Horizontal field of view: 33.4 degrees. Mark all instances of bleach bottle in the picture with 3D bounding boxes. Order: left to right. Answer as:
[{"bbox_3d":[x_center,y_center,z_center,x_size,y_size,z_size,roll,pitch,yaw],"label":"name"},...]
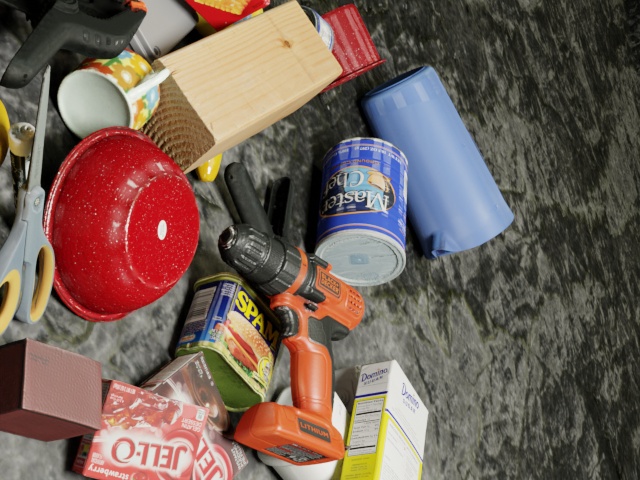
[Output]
[{"bbox_3d":[0.031,0.259,1.077,0.250,0.068,0.102,59,33,-29],"label":"bleach bottle"}]

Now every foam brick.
[{"bbox_3d":[-0.200,0.107,0.757,0.078,0.051,0.053,32,47,-51],"label":"foam brick"}]

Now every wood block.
[{"bbox_3d":[-0.083,-0.144,1.006,0.091,0.090,0.205,56,43,-2],"label":"wood block"}]

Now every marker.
[{"bbox_3d":[-0.214,-0.038,0.775,0.121,0.020,0.020,106,-7,-52],"label":"marker"}]

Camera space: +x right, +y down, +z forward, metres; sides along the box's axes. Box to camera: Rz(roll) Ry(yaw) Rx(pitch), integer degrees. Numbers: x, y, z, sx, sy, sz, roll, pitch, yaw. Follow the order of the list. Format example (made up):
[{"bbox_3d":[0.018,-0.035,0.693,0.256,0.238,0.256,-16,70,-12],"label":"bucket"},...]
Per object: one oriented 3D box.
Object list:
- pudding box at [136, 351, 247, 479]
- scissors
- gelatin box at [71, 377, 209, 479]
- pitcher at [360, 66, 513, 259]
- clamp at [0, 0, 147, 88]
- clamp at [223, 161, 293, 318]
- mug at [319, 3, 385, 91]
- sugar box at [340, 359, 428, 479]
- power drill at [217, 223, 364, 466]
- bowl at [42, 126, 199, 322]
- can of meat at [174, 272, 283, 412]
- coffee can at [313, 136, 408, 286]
[{"bbox_3d":[-0.114,0.163,0.893,0.089,0.039,0.113,-38,108,-59],"label":"pudding box"},{"bbox_3d":[-0.208,-0.012,0.727,0.096,0.016,0.202,-57,161,-49],"label":"scissors"},{"bbox_3d":[-0.136,0.153,0.818,0.089,0.030,0.073,23,75,-30],"label":"gelatin box"},{"bbox_3d":[0.157,-0.110,1.441,0.243,0.145,0.149,63,-2,-11],"label":"pitcher"},{"bbox_3d":[-0.208,-0.172,0.831,0.209,0.036,0.165,-3,51,-53],"label":"clamp"},{"bbox_3d":[-0.057,0.001,1.086,0.120,0.039,0.171,21,57,-54],"label":"clamp"},{"bbox_3d":[0.012,-0.232,1.304,0.117,0.093,0.081,-28,96,-25],"label":"mug"},{"bbox_3d":[0.062,0.213,1.039,0.093,0.048,0.176,58,28,-35],"label":"sugar box"},{"bbox_3d":[-0.029,0.093,0.945,0.184,0.057,0.187,32,52,-41],"label":"power drill"},{"bbox_3d":[-0.146,-0.010,0.858,0.161,0.055,0.162,-18,111,-56],"label":"bowl"},{"bbox_3d":[-0.082,0.094,0.972,0.102,0.058,0.084,52,36,-34],"label":"can of meat"},{"bbox_3d":[0.048,-0.033,1.226,0.102,0.103,0.140,45,39,-41],"label":"coffee can"}]
